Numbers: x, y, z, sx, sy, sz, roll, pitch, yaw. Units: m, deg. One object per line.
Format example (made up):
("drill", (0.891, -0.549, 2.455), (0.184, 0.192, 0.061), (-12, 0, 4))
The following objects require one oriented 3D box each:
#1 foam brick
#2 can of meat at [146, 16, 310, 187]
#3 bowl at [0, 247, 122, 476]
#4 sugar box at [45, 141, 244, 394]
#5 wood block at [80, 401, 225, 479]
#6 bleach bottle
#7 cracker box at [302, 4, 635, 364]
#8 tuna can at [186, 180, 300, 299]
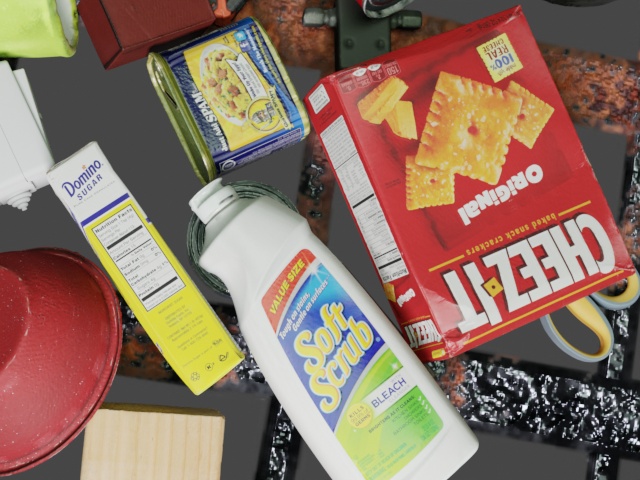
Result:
("foam brick", (-0.124, -0.163, 0.762), (0.078, 0.053, 0.051), (-24, 92, -26))
("can of meat", (-0.066, -0.102, 0.774), (0.084, 0.057, 0.102), (-26, 90, -13))
("bowl", (-0.212, 0.067, 0.691), (0.162, 0.055, 0.162), (-10, 62, 18))
("sugar box", (-0.121, 0.022, 0.734), (0.048, 0.093, 0.176), (-37, 90, -11))
("wood block", (-0.119, 0.216, 0.715), (0.090, 0.091, 0.206), (5, 83, -9))
("bleach bottle", (-0.008, 0.068, 0.724), (0.102, 0.068, 0.251), (-38, 87, -12))
("cracker box", (0.107, -0.041, 0.765), (0.164, 0.072, 0.214), (-22, 86, -18))
("tuna can", (-0.055, 0.001, 0.776), (0.086, 0.034, 0.086), (1, 84, -9))
